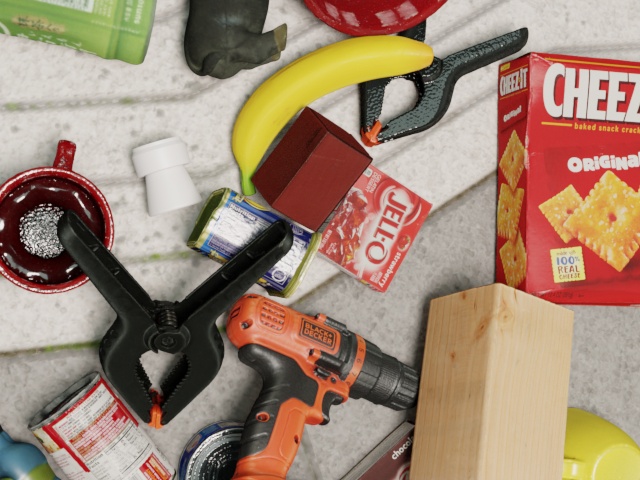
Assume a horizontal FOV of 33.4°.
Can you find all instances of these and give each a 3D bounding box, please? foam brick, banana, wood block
[{"bbox_3d":[-0.007,-0.056,0.854,0.051,0.053,0.078,30,105,-35],"label":"foam brick"},{"bbox_3d":[-0.003,-0.121,0.879,0.198,0.037,0.069,-36,114,3],"label":"banana"},{"bbox_3d":[0.136,0.150,0.863,0.090,0.090,0.206,20,68,-29],"label":"wood block"}]

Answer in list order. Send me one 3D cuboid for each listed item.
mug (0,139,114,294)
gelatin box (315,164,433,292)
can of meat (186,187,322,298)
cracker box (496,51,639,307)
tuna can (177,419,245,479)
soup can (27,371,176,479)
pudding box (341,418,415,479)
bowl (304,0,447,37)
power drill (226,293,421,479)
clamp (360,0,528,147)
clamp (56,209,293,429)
[{"bbox_3d":[-0.205,-0.019,0.811,0.093,0.082,0.117,9,87,-15],"label":"mug"},{"bbox_3d":[0.043,-0.012,0.904,0.073,0.030,0.089,32,82,-13],"label":"gelatin box"},{"bbox_3d":[-0.056,0.001,0.842,0.084,0.102,0.057,29,83,-11],"label":"can of meat"},{"bbox_3d":[0.242,-0.050,0.937,0.164,0.072,0.214,2,88,-16],"label":"cracker box"},{"bbox_3d":[-0.072,0.191,0.870,0.086,0.034,0.086,0,89,-15],"label":"tuna can"},{"bbox_3d":[-0.168,0.162,0.826,0.068,0.069,0.102,-39,99,-12],"label":"soup can"},{"bbox_3d":[0.066,0.221,0.904,0.113,0.039,0.090,-42,100,-12],"label":"pudding box"},{"bbox_3d":[0.046,-0.248,0.858,0.162,0.055,0.162,-13,131,-15],"label":"bowl"},{"bbox_3d":[-0.002,0.149,0.840,0.184,0.057,0.187,25,50,-20],"label":"power drill"},{"bbox_3d":[0.083,-0.159,0.913,0.120,0.039,0.171,44,80,7],"label":"clamp"},{"bbox_3d":[-0.105,0.060,0.798,0.164,0.036,0.210,-2,129,-9],"label":"clamp"}]
